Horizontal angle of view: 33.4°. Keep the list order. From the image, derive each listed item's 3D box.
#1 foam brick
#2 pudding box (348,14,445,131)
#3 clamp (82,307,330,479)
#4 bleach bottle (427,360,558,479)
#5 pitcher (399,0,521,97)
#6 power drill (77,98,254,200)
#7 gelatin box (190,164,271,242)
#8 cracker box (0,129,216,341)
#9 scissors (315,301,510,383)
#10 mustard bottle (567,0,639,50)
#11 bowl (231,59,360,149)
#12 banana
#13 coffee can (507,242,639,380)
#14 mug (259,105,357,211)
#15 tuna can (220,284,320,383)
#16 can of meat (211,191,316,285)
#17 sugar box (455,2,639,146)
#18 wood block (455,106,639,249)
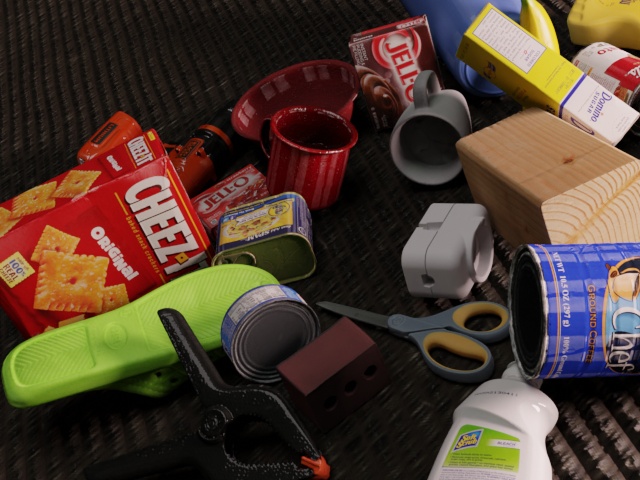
[{"bbox_3d":[0.012,0.114,0.912,0.078,0.053,0.051,-36,38,-16],"label":"foam brick"},{"bbox_3d":[0.090,-0.188,1.203,0.090,0.113,0.039,-13,30,13],"label":"pudding box"},{"bbox_3d":[-0.093,0.165,0.890,0.210,0.036,0.164,24,78,26],"label":"clamp"},{"bbox_3d":[0.124,0.184,0.757,0.103,0.068,0.250,1,40,27],"label":"bleach bottle"},{"bbox_3d":[0.179,-0.276,1.252,0.149,0.145,0.243,-23,46,2],"label":"pitcher"},{"bbox_3d":[-0.190,-0.116,1.306,0.188,0.057,0.184,8,46,35],"label":"power drill"},{"bbox_3d":[-0.095,-0.041,1.183,0.089,0.030,0.073,-31,37,-12],"label":"gelatin box"},{"bbox_3d":[-0.225,0.011,1.074,0.213,0.164,0.072,-26,38,-5],"label":"cracker box"},{"bbox_3d":[0.090,0.068,0.961,0.096,0.016,0.202,-36,38,-21],"label":"scissors"},{"bbox_3d":[0.376,-0.245,1.172,0.192,0.058,0.096,18,53,41],"label":"mustard bottle"},{"bbox_3d":[-0.022,-0.147,1.258,0.162,0.055,0.162,-14,37,11],"label":"bowl"},{"bbox_3d":[0.222,-0.164,1.110,0.037,0.069,0.198,-13,74,52],"label":"banana"},{"bbox_3d":[0.222,0.052,0.804,0.140,0.103,0.103,-1,37,-4],"label":"coffee can"},{"bbox_3d":[-0.022,-0.091,1.138,0.117,0.081,0.093,33,41,26],"label":"mug"},{"bbox_3d":[-0.045,0.083,0.954,0.086,0.086,0.034,-30,35,-10],"label":"tuna can"},{"bbox_3d":[-0.057,0.001,1.089,0.102,0.057,0.084,-16,34,8],"label":"can of meat"},{"bbox_3d":[0.215,-0.150,1.029,0.048,0.176,0.093,-50,-5,-1],"label":"sugar box"},{"bbox_3d":[0.203,-0.042,0.939,0.091,0.090,0.206,-24,22,-3],"label":"wood block"}]
